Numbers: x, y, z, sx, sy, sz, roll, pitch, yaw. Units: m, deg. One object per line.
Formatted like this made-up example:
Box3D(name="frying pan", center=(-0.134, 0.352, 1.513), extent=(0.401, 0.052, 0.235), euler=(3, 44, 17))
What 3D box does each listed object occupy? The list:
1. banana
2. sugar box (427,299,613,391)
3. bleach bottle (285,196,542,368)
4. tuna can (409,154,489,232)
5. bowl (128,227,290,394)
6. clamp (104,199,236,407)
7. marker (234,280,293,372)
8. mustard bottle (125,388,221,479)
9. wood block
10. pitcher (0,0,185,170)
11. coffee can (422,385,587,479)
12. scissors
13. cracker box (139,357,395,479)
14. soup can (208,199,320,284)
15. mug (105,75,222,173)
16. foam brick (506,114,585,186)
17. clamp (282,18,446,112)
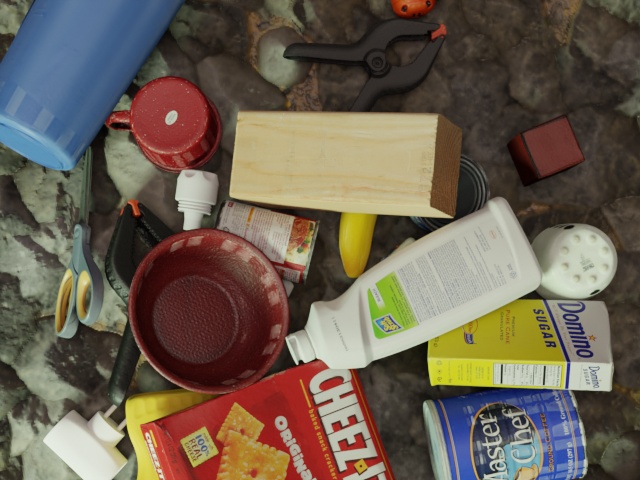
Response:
Box3D(name="banana", center=(0.068, -0.057, 1.114), extent=(0.069, 0.037, 0.198), euler=(36, 86, 3))
Box3D(name="sugar box", center=(0.197, 0.101, 1.060), extent=(0.176, 0.093, 0.048), euler=(-2, 129, 10))
Box3D(name="bleach bottle", center=(0.083, 0.051, 1.041), extent=(0.250, 0.068, 0.102), euler=(-23, 75, -8))
Box3D(name="tuna can", center=(0.129, -0.048, 1.102), extent=(0.086, 0.034, 0.086), euler=(-2, 97, -20))
Box3D(name="bowl", center=(-0.114, 0.072, 1.039), extent=(0.161, 0.055, 0.162), euler=(7, 72, -23))
Box3D(name="clamp", center=(-0.170, 0.060, 1.075), extent=(0.164, 0.036, 0.210), euler=(-19, 78, -36))
Box3D(name="marker", center=(-0.060, 0.092, 1.087), extent=(0.020, 0.020, 0.121), euler=(25, 63, 1))
Box3D(name="mustard bottle", center=(-0.141, 0.247, 1.075), extent=(0.096, 0.058, 0.191), euler=(-3, 86, -21))
Box3D(name="wood block", center=(0.026, -0.076, 1.051), extent=(0.206, 0.090, 0.090), euler=(4, 87, 23))
Box3D(name="pitcher", center=(-0.242, -0.198, 1.062), extent=(0.145, 0.149, 0.242), euler=(29, 76, -7))
Box3D(name="coffee can", center=(0.181, 0.198, 1.062), extent=(0.140, 0.103, 0.103), euler=(-10, 86, -2))
Box3D(name="scissors", center=(-0.236, 0.002, 1.088), extent=(0.016, 0.096, 0.202), euler=(13, 86, -37))
Box3D(name="cracker box", center=(-0.046, 0.217, 1.040), extent=(0.213, 0.072, 0.164), euler=(-18, 86, -23))
Box3D(name="soup can", center=(-0.057, 0.001, 1.092), extent=(0.102, 0.068, 0.068), euler=(13, 85, 1))
Box3D(name="mug", center=(-0.162, -0.122, 1.093), extent=(0.117, 0.081, 0.093), euler=(5, 86, 0))
Box3D(name="foam brick", center=(0.231, -0.091, 1.099), extent=(0.053, 0.078, 0.051), euler=(-23, 87, 0))
Box3D(name="clamp", center=(0.057, -0.172, 1.124), extent=(0.171, 0.039, 0.120), euler=(-18, 96, 1))
